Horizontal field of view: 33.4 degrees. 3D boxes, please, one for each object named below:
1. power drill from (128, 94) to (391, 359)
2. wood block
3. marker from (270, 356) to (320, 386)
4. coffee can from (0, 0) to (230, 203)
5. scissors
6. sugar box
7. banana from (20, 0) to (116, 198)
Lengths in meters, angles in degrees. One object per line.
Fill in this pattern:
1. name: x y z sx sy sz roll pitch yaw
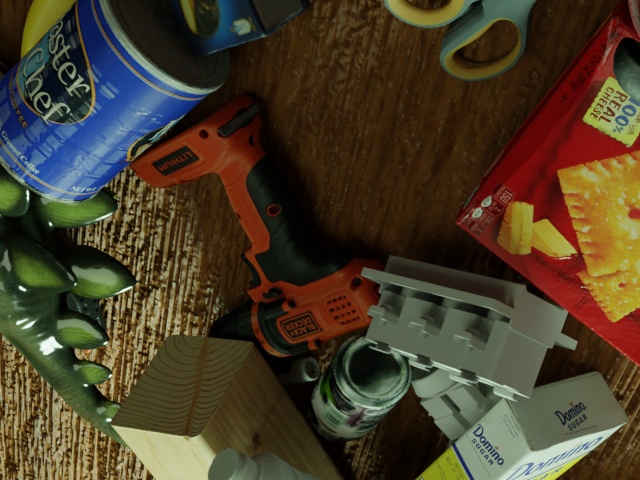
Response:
1. power drill: -0.055 0.001 0.773 0.185 0.057 0.187 -23 107 41
2. wood block: -0.059 0.177 0.831 0.090 0.090 0.206 1 134 36
3. marker: -0.050 0.114 0.867 0.121 0.020 0.020 -19 108 40
4. coffee can: -0.144 -0.104 0.711 0.141 0.102 0.103 -35 97 31
5. scissors: 0.097 -0.146 0.550 0.096 0.016 0.202 28 153 -4
6. sugar box: 0.120 0.159 0.730 0.176 0.093 0.048 -53 55 45
7. banana: -0.192 -0.120 0.800 0.070 0.037 0.198 6 125 9
